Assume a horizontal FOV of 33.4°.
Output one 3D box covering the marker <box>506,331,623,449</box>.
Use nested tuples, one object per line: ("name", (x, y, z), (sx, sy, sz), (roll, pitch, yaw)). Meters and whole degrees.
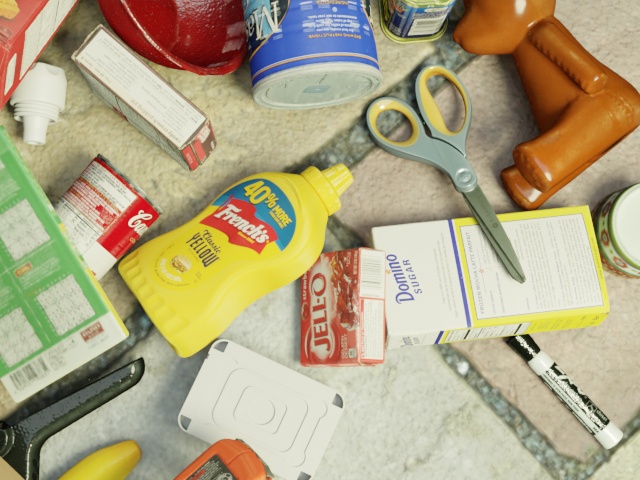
("marker", (0.193, 0.116, 0.853), (0.020, 0.020, 0.121), (-43, 86, -8))

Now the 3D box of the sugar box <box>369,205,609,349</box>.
("sugar box", (0.131, 0.029, 0.843), (0.176, 0.048, 0.093), (-6, 68, -2))

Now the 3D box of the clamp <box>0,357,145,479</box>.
("clamp", (-0.238, 0.148, 0.815), (0.164, 0.036, 0.210), (18, 84, -2))

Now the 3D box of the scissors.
("scissors", (0.094, -0.050, 0.848), (0.096, 0.016, 0.202), (-11, 66, 5))

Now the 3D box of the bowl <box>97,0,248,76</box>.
("bowl", (-0.124, -0.196, 0.836), (0.055, 0.161, 0.162), (-18, 81, 35))

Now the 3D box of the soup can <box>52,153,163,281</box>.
("soup can", (-0.181, -0.008, 0.825), (0.068, 0.068, 0.102), (42, 82, 3))

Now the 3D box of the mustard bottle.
("mustard bottle", (-0.056, 0.001, 0.829), (0.191, 0.058, 0.096), (-35, 53, -8))

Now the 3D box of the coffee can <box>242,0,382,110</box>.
("coffee can", (-0.011, -0.184, 0.842), (0.102, 0.103, 0.140), (-7, 82, -4))

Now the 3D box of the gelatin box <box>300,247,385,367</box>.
("gelatin box", (0.016, 0.053, 0.824), (0.030, 0.073, 0.089), (8, 79, -37))

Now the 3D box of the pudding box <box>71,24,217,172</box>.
("pudding box", (-0.134, -0.108, 0.831), (0.113, 0.090, 0.039), (39, 83, 3))

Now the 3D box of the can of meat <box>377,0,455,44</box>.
("can of meat", (0.078, -0.221, 0.862), (0.057, 0.084, 0.102), (-5, 82, -4))

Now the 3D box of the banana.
("banana", (-0.201, 0.237, 0.808), (0.069, 0.037, 0.198), (23, 82, -19))
